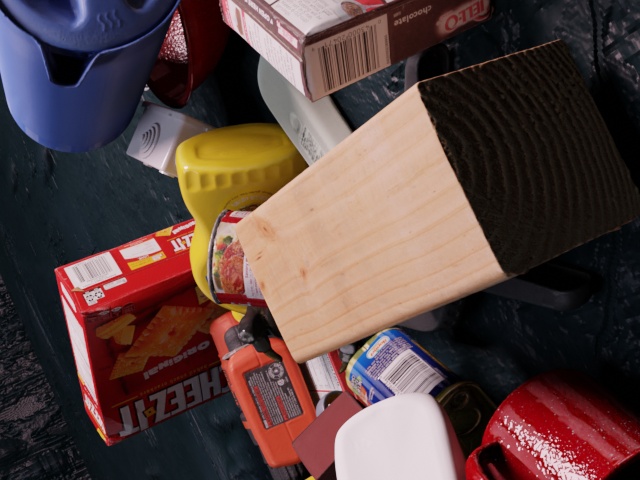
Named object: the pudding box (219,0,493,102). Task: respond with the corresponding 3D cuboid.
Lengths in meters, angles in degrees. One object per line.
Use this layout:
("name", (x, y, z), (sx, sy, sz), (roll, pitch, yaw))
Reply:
("pudding box", (0.017, -0.126, 0.540), (0.090, 0.113, 0.039), (47, 154, 40))

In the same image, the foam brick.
("foam brick", (0.031, 0.146, 0.691), (0.078, 0.053, 0.051), (44, 179, -23))

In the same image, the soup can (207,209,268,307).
("soup can", (-0.020, 0.015, 0.747), (0.068, 0.102, 0.068), (5, -90, -78))

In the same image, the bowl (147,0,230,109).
("bowl", (-0.116, -0.189, 0.841), (0.162, 0.055, 0.162), (48, 151, 38))

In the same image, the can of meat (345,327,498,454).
("can of meat", (0.073, 0.109, 0.677), (0.102, 0.057, 0.084), (46, 176, -38))

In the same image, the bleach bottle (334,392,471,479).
("bleach bottle", (0.098, 0.191, 0.630), (0.250, 0.068, 0.102), (49, -157, -43))

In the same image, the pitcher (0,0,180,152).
("pitcher", (-0.176, -0.162, 0.786), (0.145, 0.149, 0.243), (50, 159, 2))

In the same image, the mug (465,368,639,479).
("mug", (0.125, 0.119, 0.539), (0.082, 0.117, 0.093), (43, 129, 52))

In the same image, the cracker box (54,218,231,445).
("cracker box", (-0.161, 0.092, 1.065), (0.072, 0.164, 0.214), (51, 152, 38))

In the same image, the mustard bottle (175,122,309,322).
("mustard bottle", (-0.055, 0.001, 0.836), (0.058, 0.096, 0.192), (-110, 14, -46))

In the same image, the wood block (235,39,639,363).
("wood block", (0.047, -0.010, 0.540), (0.206, 0.090, 0.090), (-32, 81, 59))

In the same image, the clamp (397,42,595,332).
("clamp", (0.074, 0.006, 0.636), (0.165, 0.036, 0.210), (58, 152, 20))

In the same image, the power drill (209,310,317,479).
("power drill", (-0.045, 0.152, 0.964), (0.184, 0.057, 0.188), (66, 169, -2))

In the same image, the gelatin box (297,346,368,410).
("gelatin box", (0.015, 0.116, 0.877), (0.089, 0.030, 0.073), (-18, 93, 67))
